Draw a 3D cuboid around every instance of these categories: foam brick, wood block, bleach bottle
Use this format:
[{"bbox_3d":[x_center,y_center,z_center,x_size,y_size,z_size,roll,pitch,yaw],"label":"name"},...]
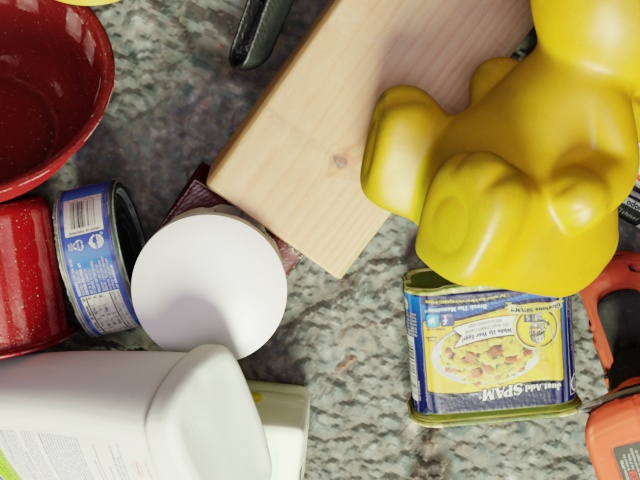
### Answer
[{"bbox_3d":[-0.054,0.001,0.618,0.078,0.053,0.051,36,101,-7],"label":"foam brick"},{"bbox_3d":[0.035,-0.095,0.578,0.090,0.090,0.206,36,100,-9],"label":"wood block"},{"bbox_3d":[-0.153,0.101,0.589,0.251,0.068,0.102,1,125,30],"label":"bleach bottle"}]

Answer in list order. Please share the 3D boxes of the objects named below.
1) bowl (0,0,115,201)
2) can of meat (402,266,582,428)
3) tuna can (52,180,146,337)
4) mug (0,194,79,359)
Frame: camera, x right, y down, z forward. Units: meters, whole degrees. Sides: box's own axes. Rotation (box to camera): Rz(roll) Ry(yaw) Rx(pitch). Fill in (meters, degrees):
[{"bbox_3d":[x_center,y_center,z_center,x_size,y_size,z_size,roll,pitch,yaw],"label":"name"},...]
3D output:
[{"bbox_3d":[-0.190,-0.074,0.576,0.162,0.162,0.055,2,148,-4],"label":"bowl"},{"bbox_3d":[0.099,0.059,0.630,0.102,0.057,0.084,-5,101,1],"label":"can of meat"},{"bbox_3d":[-0.121,0.010,0.604,0.034,0.086,0.086,-13,103,1],"label":"tuna can"},{"bbox_3d":[-0.199,0.019,0.612,0.117,0.093,0.081,-1,100,37],"label":"mug"}]
